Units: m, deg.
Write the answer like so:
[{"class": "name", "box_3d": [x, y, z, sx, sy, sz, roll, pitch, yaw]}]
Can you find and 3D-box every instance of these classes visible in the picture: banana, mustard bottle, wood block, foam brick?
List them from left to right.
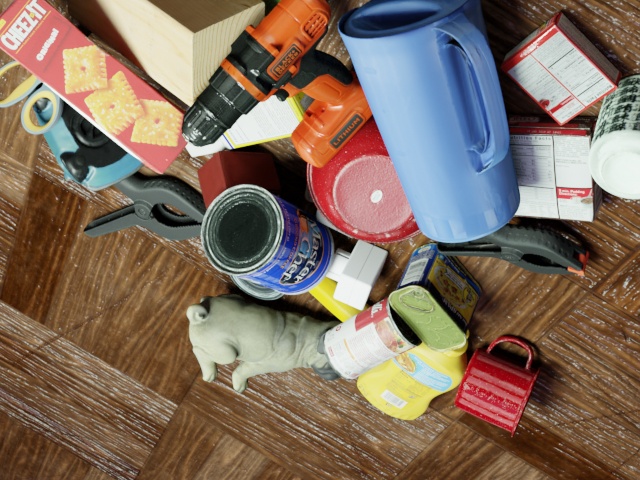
[{"class": "wood block", "box_3d": [-0.158, -0.229, 1.060, 0.206, 0.090, 0.090, 38, 142, 29]}, {"class": "foam brick", "box_3d": [-0.095, -0.069, 1.237, 0.053, 0.078, 0.051, -35, 64, 46]}, {"class": "banana", "box_3d": [0.024, 0.069, 1.335, 0.197, 0.037, 0.070, 41, 163, -6]}, {"class": "mustard bottle", "box_3d": [0.130, 0.158, 1.357, 0.096, 0.058, 0.192, 34, 138, -6]}]

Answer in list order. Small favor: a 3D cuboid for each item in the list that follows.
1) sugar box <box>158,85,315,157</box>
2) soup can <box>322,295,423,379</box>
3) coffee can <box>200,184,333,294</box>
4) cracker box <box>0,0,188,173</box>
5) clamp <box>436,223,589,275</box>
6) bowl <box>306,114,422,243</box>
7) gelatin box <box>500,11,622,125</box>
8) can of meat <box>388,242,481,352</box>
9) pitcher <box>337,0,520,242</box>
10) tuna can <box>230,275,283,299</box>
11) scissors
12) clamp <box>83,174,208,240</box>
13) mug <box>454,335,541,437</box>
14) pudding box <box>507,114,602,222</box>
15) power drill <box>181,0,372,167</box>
[{"class": "sugar box", "box_3d": [-0.092, -0.152, 1.190, 0.177, 0.048, 0.093, -5, 129, 36]}, {"class": "soup can", "box_3d": [0.062, 0.116, 1.268, 0.102, 0.068, 0.068, -31, 112, 27]}, {"class": "coffee can", "box_3d": [-0.058, 0.001, 1.221, 0.103, 0.103, 0.140, 4, 171, 25]}, {"class": "cracker box", "box_3d": [-0.234, -0.166, 1.104, 0.213, 0.072, 0.164, 40, 178, -16]}, {"class": "clamp", "box_3d": [0.205, -0.002, 1.162, 0.172, 0.039, 0.120, 10, 163, 16]}, {"class": "bowl", "box_3d": [0.061, -0.059, 1.147, 0.162, 0.055, 0.162, 4, 116, 7]}, {"class": "gelatin box", "box_3d": [0.230, -0.162, 1.017, 0.089, 0.030, 0.073, 41, 135, -12]}, {"class": "can of meat", "box_3d": [0.137, 0.065, 1.245, 0.058, 0.083, 0.102, -24, 116, 41]}, {"class": "pitcher", "box_3d": [0.119, -0.119, 1.018, 0.145, 0.149, 0.243, -9, 122, 22]}, {"class": "tuna can", "box_3d": [-0.075, 0.035, 1.369, 0.086, 0.033, 0.086, 15, 136, 15]}, {"class": "scissors", "box_3d": [-0.279, -0.192, 1.189, 0.202, 0.016, 0.096, -27, 95, 11]}, {"class": "clamp", "box_3d": [-0.226, -0.055, 1.361, 0.210, 0.036, 0.164, 10, 135, 18]}, {"class": "mug", "box_3d": [0.220, 0.172, 1.310, 0.081, 0.093, 0.117, 22, 107, 14]}, {"class": "pudding box", "box_3d": [0.238, -0.074, 1.091, 0.090, 0.039, 0.113, 6, 131, 25]}, {"class": "power drill", "box_3d": [-0.032, -0.140, 1.051, 0.057, 0.184, 0.187, 48, -172, 30]}]
